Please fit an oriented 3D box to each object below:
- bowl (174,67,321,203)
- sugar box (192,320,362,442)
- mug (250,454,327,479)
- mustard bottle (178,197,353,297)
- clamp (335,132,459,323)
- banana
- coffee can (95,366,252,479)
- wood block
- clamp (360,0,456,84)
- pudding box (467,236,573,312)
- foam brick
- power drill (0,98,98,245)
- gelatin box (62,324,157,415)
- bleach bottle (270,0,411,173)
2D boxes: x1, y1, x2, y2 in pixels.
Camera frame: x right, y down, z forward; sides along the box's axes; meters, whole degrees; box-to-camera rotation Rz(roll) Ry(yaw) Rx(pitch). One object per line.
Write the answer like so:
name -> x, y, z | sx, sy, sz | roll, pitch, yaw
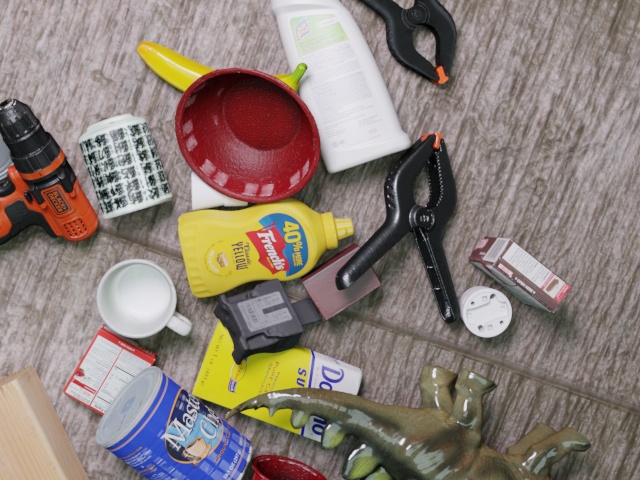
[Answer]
bowl -> -0.071, -0.122, 1.145 | 0.162, 0.055, 0.162 | 9, 125, 12
sugar box -> -0.048, 0.161, 1.217 | 0.176, 0.048, 0.093 | 21, 92, -3
mug -> -0.036, 0.302, 1.216 | 0.117, 0.093, 0.081 | 13, 100, -32
mustard bottle -> -0.058, 0.002, 1.194 | 0.191, 0.058, 0.096 | -11, 113, -3
clamp -> 0.096, -0.021, 1.185 | 0.164, 0.036, 0.210 | 10, 83, -31
banana -> -0.106, -0.179, 1.176 | 0.198, 0.037, 0.070 | 9, 125, 12
coffee can -> -0.160, 0.220, 1.174 | 0.140, 0.103, 0.103 | 42, 92, -19
wood block -> -0.325, 0.256, 1.192 | 0.091, 0.090, 0.206 | -24, 95, -1
clamp -> 0.109, -0.260, 1.190 | 0.120, 0.039, 0.171 | -33, 102, 5
pudding box -> 0.219, 0.036, 1.184 | 0.090, 0.113, 0.039 | 37, 90, -6
foam brick -> 0.023, 0.045, 1.207 | 0.078, 0.053, 0.051 | -33, 96, 2
power drill -> -0.356, -0.049, 1.147 | 0.187, 0.057, 0.184 | -21, 127, 4
gelatin box -> -0.240, 0.152, 1.216 | 0.073, 0.030, 0.089 | 30, 93, -6
bleach bottle -> 0.014, -0.207, 1.179 | 0.102, 0.068, 0.251 | -18, 94, 1
